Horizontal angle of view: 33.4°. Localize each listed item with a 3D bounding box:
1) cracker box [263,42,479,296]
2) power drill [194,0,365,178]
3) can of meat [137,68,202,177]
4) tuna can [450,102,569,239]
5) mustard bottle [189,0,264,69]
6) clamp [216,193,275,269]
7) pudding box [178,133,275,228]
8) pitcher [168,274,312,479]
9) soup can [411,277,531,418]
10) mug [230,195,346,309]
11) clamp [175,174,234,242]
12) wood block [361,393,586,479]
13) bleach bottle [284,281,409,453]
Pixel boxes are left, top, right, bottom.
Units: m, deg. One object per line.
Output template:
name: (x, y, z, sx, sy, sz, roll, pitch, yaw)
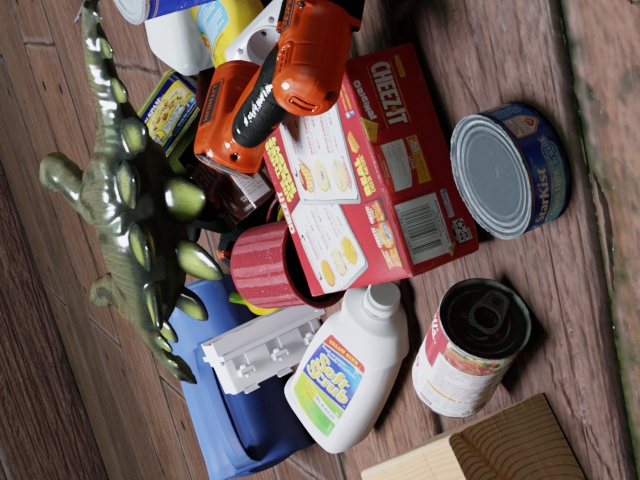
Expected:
cracker box: (0.031, -0.048, 0.863, 0.214, 0.072, 0.164, -19, 90, 69)
power drill: (-0.029, -0.143, 0.801, 0.188, 0.057, 0.184, -42, 31, 55)
can of meat: (-0.155, -0.129, 1.189, 0.057, 0.102, 0.084, 26, -166, -48)
tuna can: (0.124, -0.046, 0.700, 0.086, 0.033, 0.086, 49, 151, 40)
mustard bottle: (-0.078, -0.192, 0.999, 0.192, 0.058, 0.096, 64, 158, 11)
clamp: (-0.068, 0.017, 1.195, 0.172, 0.039, 0.120, -25, 82, 66)
pudding box: (-0.091, -0.066, 1.042, 0.090, 0.039, 0.114, 52, 158, -3)
pitcher: (-0.114, 0.169, 1.314, 0.149, 0.144, 0.243, -35, 74, 53)
soup can: (0.111, 0.083, 0.801, 0.068, 0.068, 0.102, 58, 156, 26)
mug: (-0.031, 0.010, 1.007, 0.082, 0.093, 0.117, -10, 78, 44)
clamp: (-0.160, -0.045, 1.180, 0.164, 0.036, 0.210, 34, 162, -27)
wood block: (0.118, 0.199, 0.862, 0.091, 0.090, 0.206, 65, 158, 11)
bleach bottle: (0.029, 0.109, 1.021, 0.103, 0.068, 0.251, 53, 152, 24)
